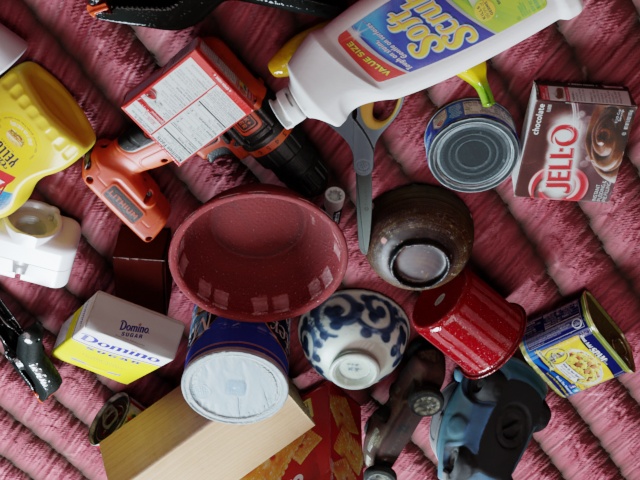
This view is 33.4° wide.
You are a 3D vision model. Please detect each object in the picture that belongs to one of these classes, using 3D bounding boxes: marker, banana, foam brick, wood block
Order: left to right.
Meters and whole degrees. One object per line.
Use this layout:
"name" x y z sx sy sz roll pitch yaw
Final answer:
"foam brick" -0.177 0.031 1.071 0.051 0.053 0.078 3 128 -2
"wood block" -0.124 0.208 1.146 0.206 0.090 0.090 -36 123 0
"marker" 0.008 -0.010 1.034 0.020 0.020 0.121 5 147 -3
"banana" 0.056 -0.161 0.905 0.198 0.037 0.069 8 87 1

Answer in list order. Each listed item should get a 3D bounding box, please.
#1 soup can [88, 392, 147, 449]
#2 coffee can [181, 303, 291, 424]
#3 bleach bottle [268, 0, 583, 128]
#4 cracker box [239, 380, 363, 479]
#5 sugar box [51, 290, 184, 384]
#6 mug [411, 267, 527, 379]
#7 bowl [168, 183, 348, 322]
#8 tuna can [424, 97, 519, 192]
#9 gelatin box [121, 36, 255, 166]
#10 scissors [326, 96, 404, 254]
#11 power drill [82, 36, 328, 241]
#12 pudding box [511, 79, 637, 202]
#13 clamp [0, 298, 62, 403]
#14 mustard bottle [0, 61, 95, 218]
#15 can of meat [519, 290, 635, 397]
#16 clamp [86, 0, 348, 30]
"soup can" -0.205 0.229 1.224 0.069 0.068 0.102 -35 121 26
"coffee can" -0.080 0.097 1.066 0.103 0.140 0.103 1 129 1
"bleach bottle" 0.075 -0.160 0.857 0.251 0.068 0.102 -31 97 9
"cracker box" -0.035 0.279 1.167 0.164 0.213 0.072 -32 122 24
"sugar box" -0.209 0.102 1.082 0.093 0.048 0.176 23 160 -17
"mug" 0.141 0.081 1.092 0.081 0.093 0.117 38 156 -21
"bowl" -0.056 0.001 0.975 0.162 0.055 0.162 -2 132 -2
"tuna can" 0.139 -0.087 0.980 0.086 0.033 0.086 1 129 1
"gelatin box" -0.111 -0.116 0.899 0.089 0.030 0.073 -33 118 22
"scissors" 0.022 -0.082 0.980 0.096 0.016 0.202 14 119 -2
"power drill" -0.109 -0.075 0.981 0.188 0.057 0.184 -31 119 20
"pudding box" 0.228 -0.089 0.973 0.090 0.039 0.113 3 129 -1
"clamp" -0.321 0.108 1.131 0.039 0.120 0.171 -33 150 -24
"mustard bottle" -0.301 -0.074 0.981 0.192 0.058 0.096 -33 104 27
"can of meat" 0.269 0.113 1.126 0.084 0.057 0.102 -29 122 26
"clamp" -0.097 -0.233 0.862 0.210 0.036 0.164 -11 129 10
